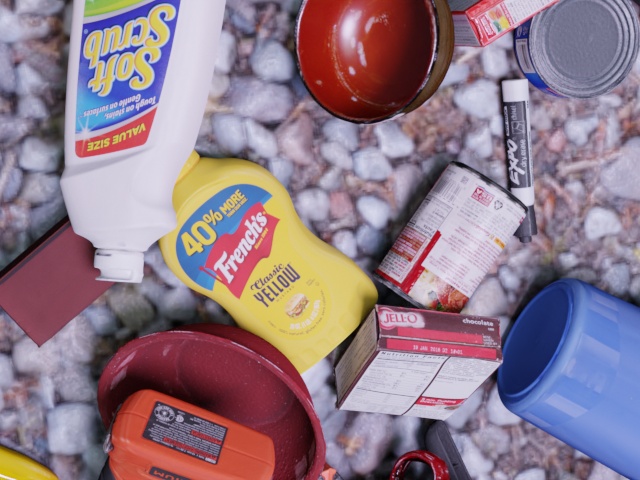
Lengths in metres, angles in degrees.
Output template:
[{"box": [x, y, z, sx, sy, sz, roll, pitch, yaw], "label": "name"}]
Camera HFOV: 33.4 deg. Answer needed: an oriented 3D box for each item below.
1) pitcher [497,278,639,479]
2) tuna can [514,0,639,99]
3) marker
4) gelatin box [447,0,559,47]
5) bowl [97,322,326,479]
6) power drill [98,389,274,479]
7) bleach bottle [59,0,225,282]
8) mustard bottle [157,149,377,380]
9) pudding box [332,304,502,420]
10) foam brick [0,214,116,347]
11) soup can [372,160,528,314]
[{"box": [0.262, 0.115, 0.786, 0.242, 0.145, 0.149, 27, 52, -11], "label": "pitcher"}, {"box": [0.185, -0.146, 0.774, 0.086, 0.034, 0.086, -2, 99, -11], "label": "tuna can"}, {"box": [0.147, -0.058, 0.788, 0.020, 0.020, 0.121, -8, 100, -10], "label": "marker"}, {"box": [0.121, -0.161, 0.731, 0.073, 0.089, 0.030, -31, 105, -5], "label": "gelatin box"}, {"box": [-0.068, 0.111, 0.731, 0.162, 0.055, 0.162, 9, 125, 13], "label": "bowl"}, {"box": [-0.097, 0.198, 0.720, 0.184, 0.057, 0.188, 22, 122, -7], "label": "power drill"}, {"box": [-0.109, -0.098, 0.675, 0.103, 0.068, 0.251, 4, 87, 13], "label": "bleach bottle"}, {"box": [-0.055, 0.001, 0.737, 0.096, 0.058, 0.191, -42, 104, 4], "label": "mustard bottle"}, {"box": [0.066, 0.087, 0.750, 0.090, 0.114, 0.039, 8, 57, -12], "label": "pudding box"}, {"box": [-0.176, 0.023, 0.719, 0.078, 0.053, 0.051, -41, 104, -2], "label": "foam brick"}, {"box": [0.093, 0.002, 0.762, 0.068, 0.068, 0.102, 34, 91, -14], "label": "soup can"}]
